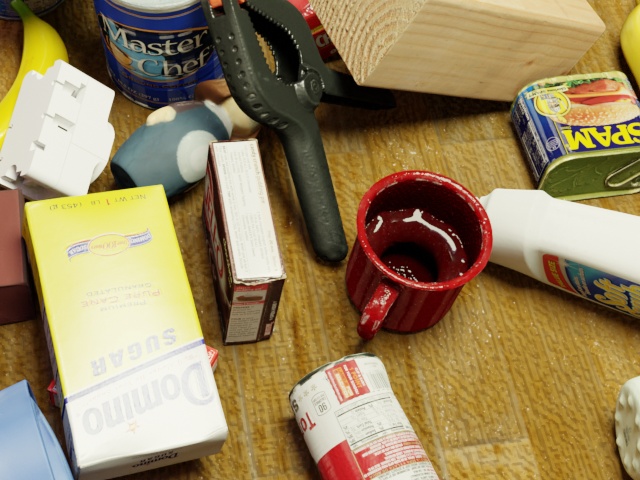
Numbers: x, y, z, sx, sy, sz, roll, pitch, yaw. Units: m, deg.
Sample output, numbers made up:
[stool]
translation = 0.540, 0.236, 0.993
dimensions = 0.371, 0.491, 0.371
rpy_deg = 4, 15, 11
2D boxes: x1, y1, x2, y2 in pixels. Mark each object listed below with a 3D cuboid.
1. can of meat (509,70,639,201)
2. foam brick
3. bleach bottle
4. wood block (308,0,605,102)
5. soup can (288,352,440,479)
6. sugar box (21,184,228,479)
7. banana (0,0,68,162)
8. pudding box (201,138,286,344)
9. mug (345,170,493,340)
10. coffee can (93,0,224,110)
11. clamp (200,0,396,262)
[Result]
[can of meat]
translation = 0.207, -0.082, 0.836
dimensions = 0.102, 0.057, 0.084
rpy_deg = -7, 57, -12
[foam brick]
translation = -0.222, 0.012, 0.719
dimensions = 0.051, 0.053, 0.078
rpy_deg = -6, 60, -12
[bleach bottle]
translation = 0.211, 0.016, 0.761
dimensions = 0.251, 0.102, 0.068
rpy_deg = 16, 72, 12
[wood block]
translation = 0.107, -0.170, 0.806
dimensions = 0.205, 0.090, 0.091
rpy_deg = -1, 53, -42
[soup can]
translation = 0.029, 0.130, 0.671
dimensions = 0.068, 0.068, 0.102
rpy_deg = -17, 61, -17
[sugar box]
translation = -0.124, 0.055, 0.667
dimensions = 0.093, 0.048, 0.176
rpy_deg = -10, 64, -20
[banana]
translation = -0.236, -0.096, 0.795
dimensions = 0.069, 0.037, 0.197
rpy_deg = 14, 58, 7
[pudding box]
translation = -0.055, 0.001, 0.727
dimensions = 0.039, 0.090, 0.113
rpy_deg = -8, 60, -13
[mug]
translation = 0.058, 0.020, 0.734
dimensions = 0.093, 0.082, 0.117
rpy_deg = 28, 59, 7
[coffee can]
translation = -0.116, -0.174, 0.789
dimensions = 0.102, 0.140, 0.103
rpy_deg = 1, 67, -3
[clamp]
translation = -0.013, -0.110, 0.764
dimensions = 0.036, 0.210, 0.164
rpy_deg = -8, 41, 35
